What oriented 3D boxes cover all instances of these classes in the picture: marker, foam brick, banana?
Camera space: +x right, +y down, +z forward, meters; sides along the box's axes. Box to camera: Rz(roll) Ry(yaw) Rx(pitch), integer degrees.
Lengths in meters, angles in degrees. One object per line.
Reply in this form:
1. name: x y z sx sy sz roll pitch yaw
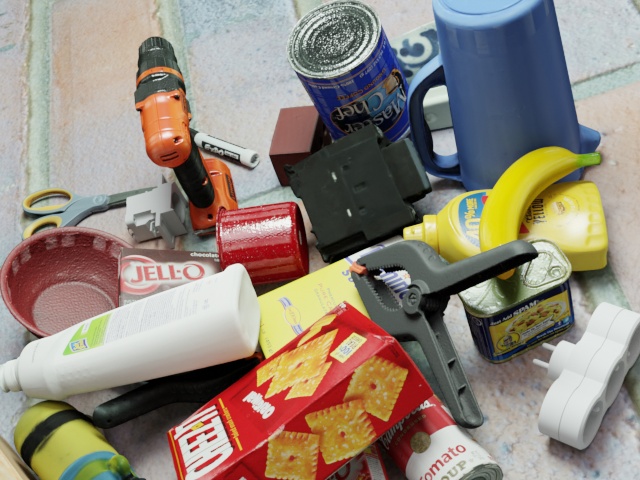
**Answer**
1. marker: -0.123 -0.114 1.279 0.121 0.020 0.020 23 62 33
2. foam brick: -0.022 -0.109 1.216 0.051 0.053 0.078 -2 51 18
3. banana: 0.188 -0.036 0.989 0.070 0.037 0.197 8 43 40

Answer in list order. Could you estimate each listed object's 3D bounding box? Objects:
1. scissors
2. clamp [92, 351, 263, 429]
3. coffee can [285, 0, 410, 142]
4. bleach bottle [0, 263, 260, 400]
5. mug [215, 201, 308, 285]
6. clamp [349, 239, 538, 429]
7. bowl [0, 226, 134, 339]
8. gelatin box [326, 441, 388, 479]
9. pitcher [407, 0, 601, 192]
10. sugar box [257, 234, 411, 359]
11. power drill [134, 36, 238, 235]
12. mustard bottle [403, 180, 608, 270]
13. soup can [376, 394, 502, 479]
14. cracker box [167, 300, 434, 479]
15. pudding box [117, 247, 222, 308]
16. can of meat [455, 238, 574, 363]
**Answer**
1. scissors: -0.273 -0.030 1.266 0.202 0.016 0.096 2 54 21
2. clamp: -0.143 0.132 1.052 0.171 0.039 0.120 -10 29 -12
3. coffee can: 0.035 -0.170 1.130 0.103 0.140 0.103 -11 57 17
4. bleach bottle: -0.186 0.097 1.020 0.251 0.068 0.102 -15 24 9
5. mug: -0.057 0.001 1.122 0.081 0.093 0.117 -8 13 7
6. clamp: 0.095 0.065 0.953 0.210 0.036 0.164 16 93 52
7. bowl: -0.258 0.061 1.131 0.162 0.055 0.162 10 45 -10
8. gelatin box: 0.018 0.219 0.915 0.089 0.030 0.073 -42 43 26
9. pitcher: 0.173 -0.153 1.054 0.149 0.242 0.145 -41 48 -17
10. sugar box: 0.022 0.068 1.056 0.176 0.048 0.093 -26 47 -1
11. power drill: -0.150 -0.110 1.173 0.057 0.187 0.184 -17 49 7
12. mustard bottle: 0.177 -0.010 1.042 0.192 0.058 0.096 -4 48 7
13. soup can: 0.099 0.183 0.916 0.068 0.068 0.102 -34 49 -10
14. cracker box: -0.026 0.150 0.924 0.213 0.072 0.164 -36 14 -5
15. pudding box: -0.154 0.053 1.108 0.113 0.039 0.090 4 47 -16
16. can of meat: 0.182 0.057 0.981 0.102 0.084 0.057 -25 47 -2
